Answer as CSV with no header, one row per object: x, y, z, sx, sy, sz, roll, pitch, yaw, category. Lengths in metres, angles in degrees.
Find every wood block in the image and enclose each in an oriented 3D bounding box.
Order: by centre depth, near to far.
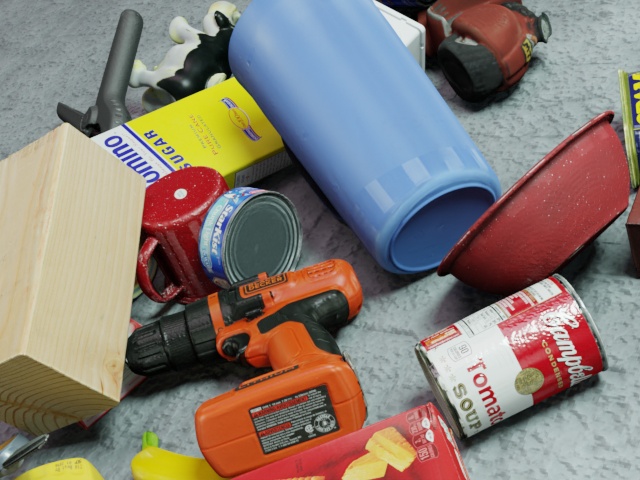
-0.201,0.028,0.802,0.090,0.090,0.206,-24,47,29,wood block

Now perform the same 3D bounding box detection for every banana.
-0.053,0.150,0.696,0.198,0.037,0.069,-2,41,28,banana

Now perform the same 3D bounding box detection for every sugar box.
-0.116,-0.080,0.962,0.176,0.048,0.093,-26,67,-23,sugar box

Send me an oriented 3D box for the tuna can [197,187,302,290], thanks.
-0.056,0.001,0.846,0.034,0.086,0.086,13,50,42,tuna can

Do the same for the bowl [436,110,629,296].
0.156,-0.012,0.723,0.162,0.162,0.055,-38,78,-18,bowl

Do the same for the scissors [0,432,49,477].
-0.223,0.161,0.710,0.096,0.016,0.202,-44,6,-18,scissors

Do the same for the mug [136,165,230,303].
-0.110,0.000,0.882,0.093,0.081,0.117,13,49,40,mug

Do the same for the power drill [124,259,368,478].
-0.050,0.083,0.732,0.184,0.057,0.188,-20,24,0,power drill

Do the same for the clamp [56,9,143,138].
-0.232,-0.117,1.103,0.165,0.036,0.210,-39,44,40,clamp

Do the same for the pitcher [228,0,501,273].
0.033,-0.086,0.841,0.145,0.149,0.243,-39,56,11,pitcher

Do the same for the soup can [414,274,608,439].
0.118,0.073,0.670,0.102,0.068,0.068,-26,36,-2,soup can
